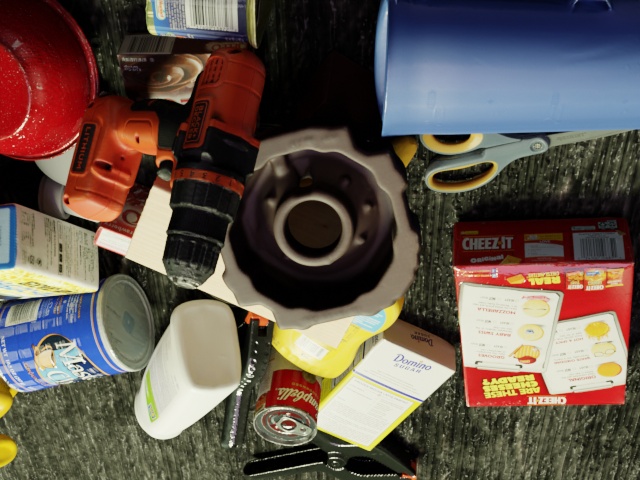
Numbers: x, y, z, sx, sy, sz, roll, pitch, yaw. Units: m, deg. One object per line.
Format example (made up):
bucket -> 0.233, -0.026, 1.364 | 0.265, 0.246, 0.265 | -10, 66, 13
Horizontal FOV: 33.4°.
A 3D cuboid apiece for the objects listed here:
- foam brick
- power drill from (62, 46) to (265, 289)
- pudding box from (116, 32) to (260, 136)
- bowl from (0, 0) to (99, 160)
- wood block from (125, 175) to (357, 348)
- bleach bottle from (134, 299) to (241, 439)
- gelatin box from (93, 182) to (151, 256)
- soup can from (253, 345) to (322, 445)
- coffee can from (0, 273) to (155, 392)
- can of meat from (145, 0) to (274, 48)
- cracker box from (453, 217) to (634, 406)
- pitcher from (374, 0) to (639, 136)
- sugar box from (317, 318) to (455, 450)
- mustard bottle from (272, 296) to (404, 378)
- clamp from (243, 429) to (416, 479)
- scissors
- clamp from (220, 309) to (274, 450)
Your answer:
foam brick -> 0.014, -0.111, 0.900 | 0.051, 0.078, 0.053 | 30, 131, -18
power drill -> -0.126, -0.054, 0.836 | 0.188, 0.184, 0.057 | 1, 162, 45
pudding box -> -0.111, -0.134, 0.922 | 0.113, 0.039, 0.090 | 2, 136, 7
bowl -> -0.270, -0.135, 0.896 | 0.162, 0.055, 0.162 | 7, 116, 15
wood block -> -0.056, 0.001, 0.959 | 0.206, 0.090, 0.091 | 23, 126, -5
bleach bottle -> -0.158, 0.153, 1.167 | 0.068, 0.102, 0.251 | -1, 158, -25
gelatin box -> -0.164, -0.015, 1.023 | 0.089, 0.073, 0.030 | 21, 134, -13
soup can -> -0.032, 0.161, 1.157 | 0.068, 0.102, 0.068 | 4, 135, 4
coffee can -> -0.261, 0.099, 1.128 | 0.140, 0.102, 0.102 | -13, 131, 20
can of meat -> -0.081, -0.195, 0.816 | 0.084, 0.102, 0.057 | 6, 134, 5
cracker box -> 0.219, 0.074, 1.058 | 0.164, 0.072, 0.213 | -2, 135, 11
pitcher -> 0.163, -0.148, 0.808 | 0.243, 0.149, 0.145 | 1, 99, 2
sugar box -> 0.064, 0.159, 1.183 | 0.093, 0.048, 0.176 | 26, 129, -17
mustard bottle -> 0.029, 0.060, 1.079 | 0.096, 0.058, 0.192 | 35, 130, -8
clamp -> 0.012, 0.261, 1.295 | 0.210, 0.036, 0.165 | 18, 134, -10
scissors -> 0.175, -0.097, 0.935 | 0.202, 0.016, 0.096 | -22, 128, 26
clamp -> -0.089, 0.126, 1.141 | 0.039, 0.120, 0.172 | 0, 127, -31
